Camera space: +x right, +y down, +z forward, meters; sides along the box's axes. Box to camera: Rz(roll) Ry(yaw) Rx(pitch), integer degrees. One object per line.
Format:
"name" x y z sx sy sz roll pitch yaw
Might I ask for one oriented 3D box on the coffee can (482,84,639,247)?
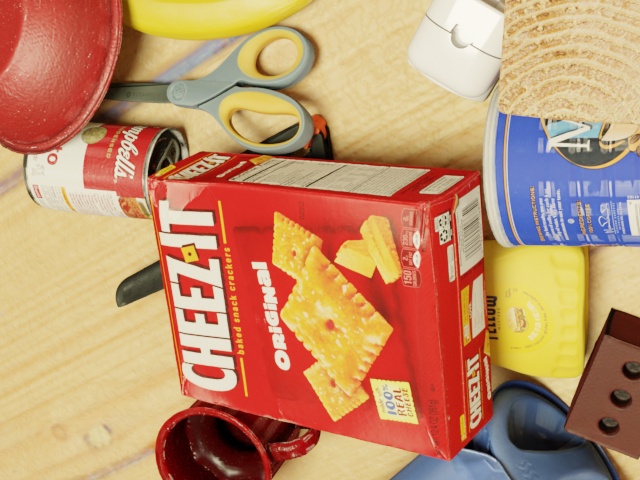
"coffee can" 0.178 -0.046 0.632 0.140 0.102 0.103 1 108 25

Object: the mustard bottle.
"mustard bottle" 0.082 0.040 0.724 0.192 0.058 0.096 2 113 17

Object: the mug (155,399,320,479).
"mug" -0.055 0.149 0.804 0.117 0.081 0.093 -11 104 23

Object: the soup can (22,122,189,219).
"soup can" -0.155 -0.052 0.779 0.102 0.068 0.068 6 110 19

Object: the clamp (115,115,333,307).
"clamp" -0.055 0.001 0.775 0.164 0.036 0.210 21 113 4

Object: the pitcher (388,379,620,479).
"pitcher" 0.096 0.220 0.757 0.243 0.144 0.149 -44 78 31

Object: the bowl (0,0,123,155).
"bowl" -0.212 -0.143 0.738 0.162 0.055 0.162 -5 82 36

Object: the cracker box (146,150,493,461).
"cracker box" -0.003 0.035 0.679 0.214 0.072 0.164 7 113 33

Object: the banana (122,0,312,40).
"banana" -0.083 -0.170 0.728 0.198 0.037 0.070 10 111 17

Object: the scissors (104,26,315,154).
"scissors" -0.084 -0.120 0.754 0.202 0.016 0.096 24 92 27
